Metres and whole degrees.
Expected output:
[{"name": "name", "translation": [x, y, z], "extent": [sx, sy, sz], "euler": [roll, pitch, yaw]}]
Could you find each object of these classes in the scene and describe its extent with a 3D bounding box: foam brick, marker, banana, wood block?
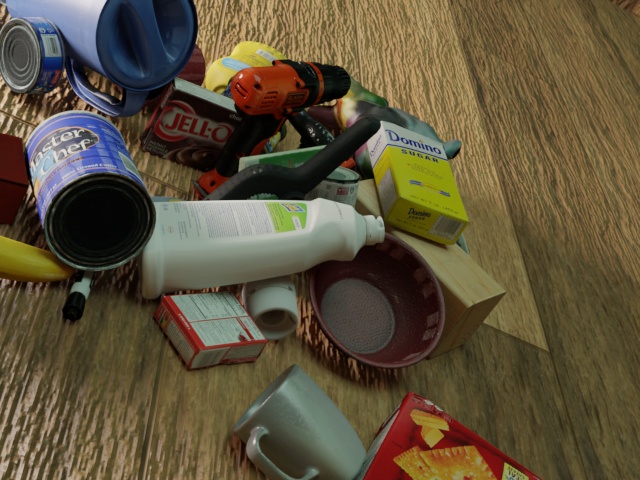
[{"name": "foam brick", "translation": [-0.316, -0.063, 1.024], "extent": [0.052, 0.051, 0.078], "euler": [13, 35, -30]}, {"name": "marker", "translation": [-0.221, 0.035, 1.002], "extent": [0.020, 0.020, 0.121], "euler": [25, 30, -14]}, {"name": "banana", "translation": [-0.317, -0.006, 0.952], "extent": [0.197, 0.037, 0.069], "euler": [28, 30, -8]}, {"name": "wood block", "translation": [0.101, 0.028, 1.251], "extent": [0.206, 0.091, 0.090], "euler": [46, 33, 22]}]

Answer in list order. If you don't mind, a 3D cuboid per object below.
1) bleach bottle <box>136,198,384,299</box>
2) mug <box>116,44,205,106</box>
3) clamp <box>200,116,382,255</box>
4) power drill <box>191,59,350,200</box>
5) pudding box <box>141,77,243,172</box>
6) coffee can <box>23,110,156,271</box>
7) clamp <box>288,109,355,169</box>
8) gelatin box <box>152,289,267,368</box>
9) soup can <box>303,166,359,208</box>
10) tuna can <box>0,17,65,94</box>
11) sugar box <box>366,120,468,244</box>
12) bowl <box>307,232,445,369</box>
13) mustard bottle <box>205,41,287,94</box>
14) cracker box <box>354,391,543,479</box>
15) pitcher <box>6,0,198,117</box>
[{"name": "bleach bottle", "translation": [-0.057, 0.001, 1.072], "extent": [0.250, 0.068, 0.102], "euler": [-3, 39, -13]}, {"name": "mug", "translation": [-0.207, -0.216, 1.335], "extent": [0.117, 0.093, 0.081], "euler": [6, 11, 30]}, {"name": "clamp", "translation": [-0.027, -0.052, 1.134], "extent": [0.209, 0.165, 0.036], "euler": [-3, 28, -15]}, {"name": "power drill", "translation": [-0.057, -0.123, 1.224], "extent": [0.057, 0.188, 0.184], "euler": [43, 32, 26]}, {"name": "pudding box", "translation": [-0.142, -0.132, 1.255], "extent": [0.113, 0.090, 0.039], "euler": [17, 32, -26]}, {"name": "coffee can", "translation": [-0.222, -0.050, 1.017], "extent": [0.102, 0.103, 0.140], "euler": [14, 23, -30]}, {"name": "clamp", "translation": [-0.004, -0.125, 1.370], "extent": [0.172, 0.039, 0.120], "euler": [53, 2, 39]}, {"name": "gelatin box", "translation": [-0.105, 0.085, 1.029], "extent": [0.089, 0.030, 0.073], "euler": [-2, 43, -46]}, {"name": "soup can", "translation": [0.003, -0.030, 1.214], "extent": [0.068, 0.102, 0.068], "euler": [9, 18, -3]}, {"name": "tuna can", "translation": [-0.325, -0.207, 1.195], "extent": [0.033, 0.086, 0.086], "euler": [-12, 52, -49]}, {"name": "sugar box", "translation": [0.113, -0.072, 1.269], "extent": [0.093, 0.048, 0.176], "euler": [19, 34, -19]}, {"name": "bowl", "translation": [0.051, 0.070, 1.143], "extent": [0.162, 0.055, 0.162], "euler": [12, 59, -20]}, {"name": "mustard bottle", "translation": [-0.102, -0.213, 1.446], "extent": [0.096, 0.058, 0.191], "euler": [33, 29, 2]}, {"name": "cracker box", "translation": [0.104, 0.248, 0.945], "extent": [0.164, 0.072, 0.213], "euler": [35, 30, 4]}, {"name": "pitcher", "translation": [-0.265, -0.255, 1.241], "extent": [0.243, 0.149, 0.145], "euler": [27, -20, 42]}]
